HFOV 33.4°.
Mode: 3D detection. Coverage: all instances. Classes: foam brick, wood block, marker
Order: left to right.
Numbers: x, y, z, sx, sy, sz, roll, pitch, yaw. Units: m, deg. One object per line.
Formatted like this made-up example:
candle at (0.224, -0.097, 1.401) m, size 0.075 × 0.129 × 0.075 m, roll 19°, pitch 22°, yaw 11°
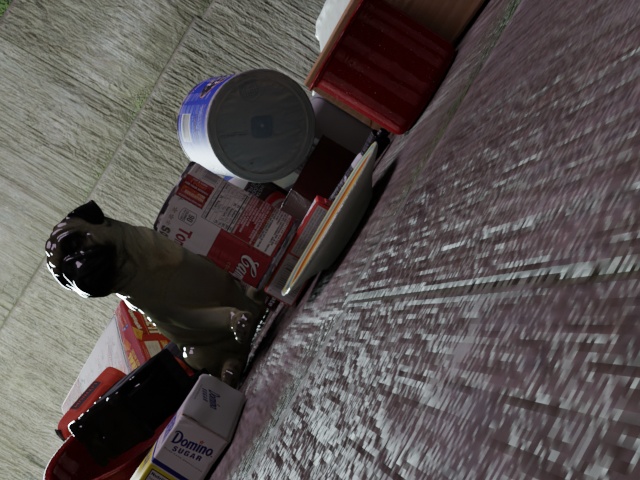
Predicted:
foam brick at (0.001, -0.047, 0.998) m, size 0.078 × 0.051 × 0.053 m, roll -62°, pitch 4°, yaw -37°
marker at (0.025, -0.048, 0.928) m, size 0.121 × 0.020 × 0.020 m, roll -57°, pitch 4°, yaw 28°
wood block at (0.075, -0.193, 0.881) m, size 0.090 × 0.091 × 0.206 m, roll -60°, pitch 3°, yaw -35°

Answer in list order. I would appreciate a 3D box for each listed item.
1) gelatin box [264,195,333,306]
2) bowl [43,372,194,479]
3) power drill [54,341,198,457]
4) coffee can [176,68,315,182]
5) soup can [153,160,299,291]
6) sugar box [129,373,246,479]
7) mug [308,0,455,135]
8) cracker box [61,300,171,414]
gelatin box at (-0.011, 0.007, 0.893) m, size 0.089 × 0.030 × 0.073 m, roll -60°, pitch 2°, yaw 4°
bowl at (-0.159, 0.185, 0.936) m, size 0.162 × 0.055 × 0.162 m, roll -27°, pitch 15°, yaw 8°
power drill at (-0.189, 0.157, 1.112) m, size 0.184 × 0.057 × 0.188 m, roll -51°, pitch 14°, yaw -33°
coffee can at (-0.075, -0.110, 1.025) m, size 0.103 × 0.102 × 0.140 m, roll -59°, pitch 19°, yaw -5°
soup can at (-0.077, -0.013, 0.878) m, size 0.068 × 0.102 × 0.068 m, roll -60°, pitch 3°, yaw 4°
sugar box at (-0.122, 0.188, 0.788) m, size 0.176 × 0.048 × 0.093 m, roll -59°, pitch 3°, yaw 12°
mug at (0.048, -0.133, 0.826) m, size 0.093 × 0.081 × 0.117 m, roll -59°, pitch 4°, yaw -7°
cracker box at (-0.229, 0.201, 1.298) m, size 0.214 × 0.071 × 0.164 m, roll -57°, pitch 47°, yaw 34°
